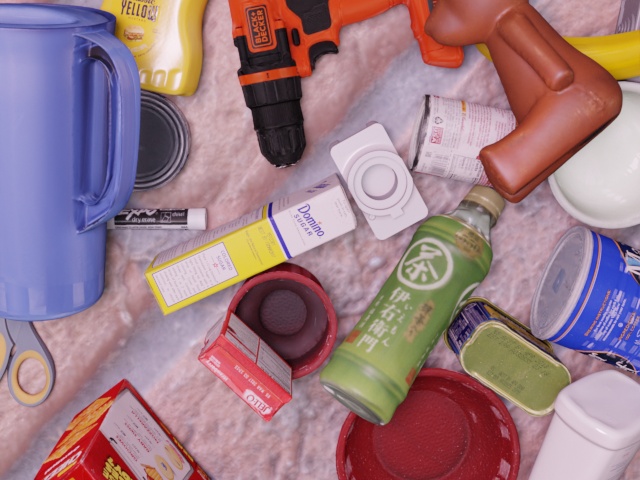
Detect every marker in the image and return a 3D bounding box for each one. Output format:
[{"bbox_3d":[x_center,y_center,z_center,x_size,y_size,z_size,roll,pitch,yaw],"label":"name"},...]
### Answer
[{"bbox_3d":[-0.160,-0.019,0.932,0.121,0.020,0.020,0,99,-1],"label":"marker"}]

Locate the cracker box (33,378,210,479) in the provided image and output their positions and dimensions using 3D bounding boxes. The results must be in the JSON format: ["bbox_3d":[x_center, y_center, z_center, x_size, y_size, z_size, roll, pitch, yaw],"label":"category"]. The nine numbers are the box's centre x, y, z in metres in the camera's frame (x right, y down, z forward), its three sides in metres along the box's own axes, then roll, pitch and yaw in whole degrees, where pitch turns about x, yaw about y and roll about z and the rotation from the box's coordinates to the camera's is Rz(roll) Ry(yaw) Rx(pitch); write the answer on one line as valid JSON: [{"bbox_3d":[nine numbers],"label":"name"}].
[{"bbox_3d":[-0.150,0.221,0.873,0.072,0.213,0.164,-37,98,5],"label":"cracker box"}]

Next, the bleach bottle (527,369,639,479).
[{"bbox_3d":[0.205,0.234,0.923,0.068,0.102,0.251,36,123,31],"label":"bleach bottle"}]

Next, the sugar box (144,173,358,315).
[{"bbox_3d":[-0.056,0.001,0.900,0.176,0.093,0.048,-22,100,3],"label":"sugar box"}]

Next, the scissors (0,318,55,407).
[{"bbox_3d":[-0.252,0.063,0.947,0.096,0.016,0.202,32,97,-7],"label":"scissors"}]

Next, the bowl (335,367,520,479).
[{"bbox_3d":[0.093,0.184,0.951,0.162,0.055,0.162,0,99,-1],"label":"bowl"}]

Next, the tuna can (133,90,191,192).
[{"bbox_3d":[-0.154,-0.086,0.914,0.086,0.034,0.086,0,99,-1],"label":"tuna can"}]

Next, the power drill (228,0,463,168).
[{"bbox_3d":[0.021,-0.164,0.891,0.187,0.057,0.184,-11,99,1],"label":"power drill"}]

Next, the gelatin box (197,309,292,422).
[{"bbox_3d":[-0.057,0.097,0.833,0.073,0.089,0.030,43,96,-7],"label":"gelatin box"}]

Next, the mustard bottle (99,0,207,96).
[{"bbox_3d":[-0.132,-0.221,0.878,0.096,0.058,0.192,15,98,16],"label":"mustard bottle"}]

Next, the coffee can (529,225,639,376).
[{"bbox_3d":[0.264,0.059,0.909,0.140,0.103,0.103,21,98,-4],"label":"coffee can"}]

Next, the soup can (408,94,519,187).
[{"bbox_3d":[0.131,-0.082,0.901,0.102,0.068,0.068,11,99,-2],"label":"soup can"}]

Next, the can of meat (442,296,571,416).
[{"bbox_3d":[0.161,0.100,0.924,0.102,0.084,0.057,33,97,-6],"label":"can of meat"}]

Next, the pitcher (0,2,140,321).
[{"bbox_3d":[-0.219,-0.062,0.841,0.145,0.149,0.243,-2,110,-14],"label":"pitcher"}]

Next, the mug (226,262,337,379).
[{"bbox_3d":[-0.042,0.072,0.917,0.117,0.081,0.093,-41,98,5],"label":"mug"}]
